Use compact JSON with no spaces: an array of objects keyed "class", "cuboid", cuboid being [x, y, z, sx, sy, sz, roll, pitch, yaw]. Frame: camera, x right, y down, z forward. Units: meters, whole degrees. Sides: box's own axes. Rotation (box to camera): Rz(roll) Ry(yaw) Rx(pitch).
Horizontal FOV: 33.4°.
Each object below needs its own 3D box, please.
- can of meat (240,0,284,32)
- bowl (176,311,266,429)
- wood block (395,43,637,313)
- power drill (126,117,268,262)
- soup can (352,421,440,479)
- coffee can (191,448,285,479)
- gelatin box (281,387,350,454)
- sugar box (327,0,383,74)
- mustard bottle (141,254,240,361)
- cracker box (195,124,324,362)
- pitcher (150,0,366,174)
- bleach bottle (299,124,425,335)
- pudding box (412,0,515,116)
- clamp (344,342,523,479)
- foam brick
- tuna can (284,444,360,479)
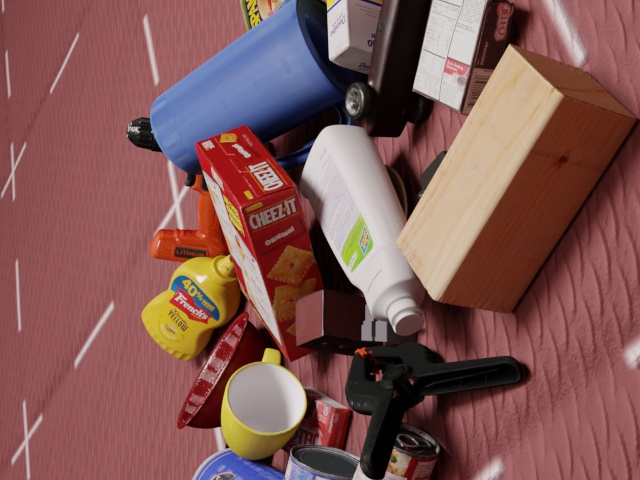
[{"class":"can of meat","cuboid":[-0.055,-0.307,1.393,0.084,0.057,0.102,-45,44,39]},{"class":"bowl","cuboid":[-0.109,0.168,1.287,0.162,0.055,0.162,-56,10,15]},{"class":"wood block","cuboid":[0.162,-0.048,0.912,0.206,0.090,0.090,-61,35,26]},{"class":"power drill","cuboid":[-0.173,-0.065,1.401,0.057,0.184,0.188,-108,29,-66]},{"class":"soup can","cuboid":[0.064,0.229,1.004,0.069,0.068,0.102,40,115,56]},{"class":"coffee can","cuboid":[-0.071,0.296,1.169,0.141,0.102,0.103,12,90,59]},{"class":"gelatin box","cuboid":[-0.007,0.206,1.164,0.089,0.030,0.073,18,96,60]},{"class":"sugar box","cuboid":[0.053,-0.267,1.163,0.048,0.093,0.176,-28,57,53]},{"class":"mustard bottle","cuboid":[-0.158,0.077,1.406,0.096,0.058,0.192,47,130,4]},{"class":"cracker box","cuboid":[-0.058,0.001,1.177,0.164,0.072,0.213,-129,20,-53]},{"class":"pitcher","cuboid":[-0.073,-0.162,1.233,0.243,0.145,0.149,-27,38,28]},{"class":"bleach bottle","cuboid":[0.047,-0.002,1.051,0.251,0.068,0.103,-110,31,-44]},{"class":"pudding box","cuboid":[0.137,-0.186,1.034,0.090,0.039,0.113,40,122,55]},{"class":"clamp","cuboid":[0.086,0.133,0.988,0.164,0.036,0.210,-30,17,-4]},{"class":"foam brick","cuboid":[0.019,0.087,1.115,0.053,0.078,0.051,-26,57,53]},{"class":"tuna can","cuboid":[0.008,0.237,1.076,0.086,0.086,0.034,25,104,59]}]
